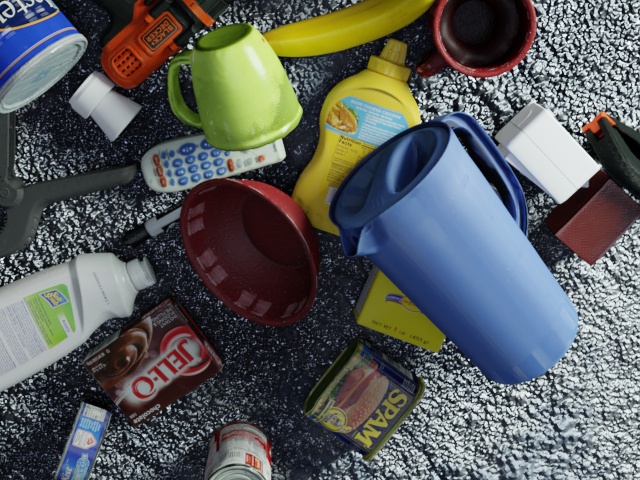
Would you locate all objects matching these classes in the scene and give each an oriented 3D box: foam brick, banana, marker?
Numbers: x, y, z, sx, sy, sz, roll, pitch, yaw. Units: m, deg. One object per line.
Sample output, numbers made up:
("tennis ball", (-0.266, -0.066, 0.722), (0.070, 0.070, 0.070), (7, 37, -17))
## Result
("foam brick", (0.270, -0.024, 1.056), (0.053, 0.051, 0.078), (41, 100, -12))
("banana", (0.036, -0.209, 0.985), (0.198, 0.069, 0.037), (-20, 63, 28))
("marker", (-0.143, -0.026, 1.058), (0.121, 0.020, 0.020), (-28, 104, 6))

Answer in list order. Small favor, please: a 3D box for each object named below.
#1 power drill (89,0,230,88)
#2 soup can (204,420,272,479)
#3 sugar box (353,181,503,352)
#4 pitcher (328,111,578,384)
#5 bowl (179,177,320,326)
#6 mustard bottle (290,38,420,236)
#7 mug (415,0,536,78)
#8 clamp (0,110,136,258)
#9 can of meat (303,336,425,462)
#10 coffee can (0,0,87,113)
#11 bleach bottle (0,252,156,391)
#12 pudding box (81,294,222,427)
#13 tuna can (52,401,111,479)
("power drill", (-0.172, -0.260, 0.974), (0.184, 0.057, 0.187), (-40, 103, 9))
("soup can", (-0.084, 0.236, 1.089), (0.068, 0.102, 0.068), (-1, 105, -2))
("sugar box", (0.109, 0.014, 1.064), (0.093, 0.048, 0.176), (20, 105, -8))
("pitcher", (0.136, 0.010, 0.982), (0.149, 0.145, 0.242), (-36, 113, 15))
("bowl", (-0.057, 0.001, 1.027), (0.162, 0.055, 0.162), (21, 130, 27))
("mustard bottle", (0.042, -0.100, 1.024), (0.096, 0.058, 0.192), (19, 104, -1))
("mug", (0.136, -0.193, 0.989), (0.117, 0.081, 0.093), (-43, 102, 9))
("clamp", (-0.305, -0.060, 1.035), (0.210, 0.036, 0.164), (-41, 96, 9))
("can of meat", (0.044, 0.161, 1.097), (0.084, 0.057, 0.102), (36, 100, -8))
("coffee can", (-0.293, -0.199, 0.952), (0.103, 0.102, 0.140), (-40, 93, 8))
("bleach bottle", (-0.280, 0.086, 1.063), (0.251, 0.068, 0.102), (-23, 105, 2))
("pudding box", (-0.170, 0.122, 1.087), (0.113, 0.039, 0.090), (-34, 104, 7))
("tuna can", (-0.242, 0.210, 1.085), (0.033, 0.086, 0.086), (20, 104, -9))
